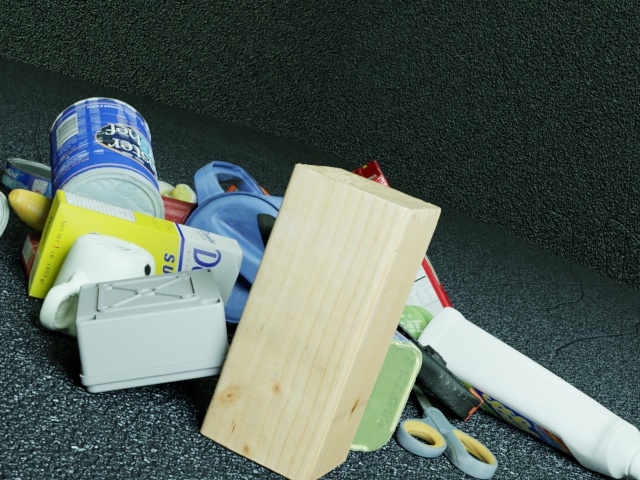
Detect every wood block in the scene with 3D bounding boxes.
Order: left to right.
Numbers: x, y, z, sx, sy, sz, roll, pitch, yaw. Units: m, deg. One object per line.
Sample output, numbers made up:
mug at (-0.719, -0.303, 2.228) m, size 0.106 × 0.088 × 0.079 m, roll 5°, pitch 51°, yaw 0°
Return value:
wood block at (0.002, 0.057, 0.770) m, size 0.090 × 0.206 × 0.090 m, roll 23°, pitch 9°, yaw 19°

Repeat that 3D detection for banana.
banana at (-0.276, -0.019, 1.091) m, size 0.069 × 0.037 × 0.198 m, roll 23°, pitch -7°, yaw -7°

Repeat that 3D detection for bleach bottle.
bleach bottle at (0.214, 0.158, 1.043) m, size 0.251 × 0.068 × 0.102 m, roll 28°, pitch -17°, yaw 36°

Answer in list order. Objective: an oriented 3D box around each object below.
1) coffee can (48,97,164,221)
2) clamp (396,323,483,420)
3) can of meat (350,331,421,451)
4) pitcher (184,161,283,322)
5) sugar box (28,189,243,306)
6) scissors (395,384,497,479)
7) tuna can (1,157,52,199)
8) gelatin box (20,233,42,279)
coffee can at (-0.209, -0.060, 1.029) m, size 0.102 × 0.103 × 0.140 m, roll 16°, pitch 30°, yaw -25°
clamp at (0.090, 0.111, 1.002) m, size 0.171 × 0.039 × 0.120 m, roll 46°, pitch 7°, yaw -41°
can of meat at (0.029, 0.109, 0.867) m, size 0.057 × 0.102 × 0.084 m, roll 12°, pitch 14°, yaw -33°
pitcher at (-0.058, 0.001, 1.181) m, size 0.145 × 0.149 × 0.242 m, roll 18°, pitch 7°, yaw 14°
sugar box at (-0.167, 0.024, 0.970) m, size 0.176 × 0.093 × 0.048 m, roll 16°, pitch 16°, yaw -21°
scissors at (0.089, 0.160, 0.965) m, size 0.096 × 0.016 × 0.202 m, roll 16°, pitch 9°, yaw -25°
tuna can at (-0.358, -0.074, 1.349) m, size 0.086 × 0.034 × 0.086 m, roll 20°, pitch 9°, yaw -3°
gelatin box at (-0.237, 0.024, 1.022) m, size 0.089 × 0.030 × 0.073 m, roll 16°, pitch 9°, yaw -24°
